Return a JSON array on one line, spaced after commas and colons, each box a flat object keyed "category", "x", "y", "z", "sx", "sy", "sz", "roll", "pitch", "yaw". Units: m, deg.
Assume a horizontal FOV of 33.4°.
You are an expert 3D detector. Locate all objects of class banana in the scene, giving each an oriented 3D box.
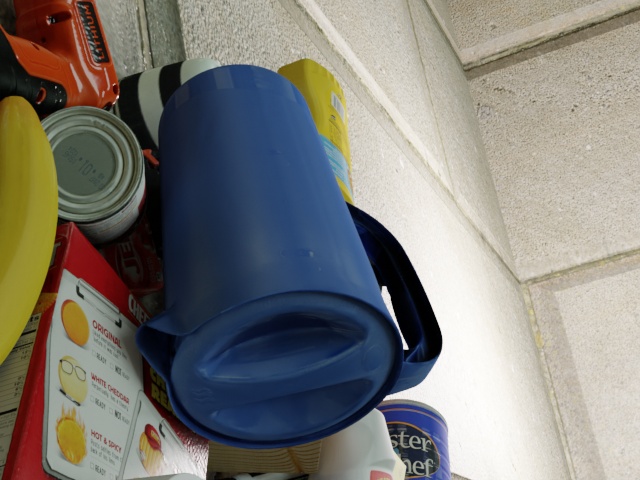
[{"category": "banana", "x": -0.164, "y": 0.013, "z": 0.509, "sx": 0.069, "sy": 0.037, "sz": 0.197, "roll": 47, "pitch": 42, "yaw": -29}]

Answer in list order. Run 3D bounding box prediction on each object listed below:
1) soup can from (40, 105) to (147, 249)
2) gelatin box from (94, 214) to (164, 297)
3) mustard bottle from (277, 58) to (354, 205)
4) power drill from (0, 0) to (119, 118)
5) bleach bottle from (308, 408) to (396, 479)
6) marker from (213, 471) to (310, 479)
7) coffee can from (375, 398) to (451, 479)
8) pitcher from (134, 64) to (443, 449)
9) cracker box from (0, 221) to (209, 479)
[{"category": "soup can", "x": -0.137, "y": -0.035, "z": 0.627, "sx": 0.102, "sy": 0.068, "sz": 0.068, "roll": 135, "pitch": -60, "yaw": -78}, {"category": "gelatin box", "x": -0.141, "y": -0.005, "z": 0.714, "sx": 0.073, "sy": 0.030, "sz": 0.089, "roll": 4, "pitch": 69, "yaw": -72}, {"category": "mustard bottle", "x": -0.002, "y": -0.069, "z": 0.979, "sx": 0.096, "sy": 0.058, "sz": 0.191, "roll": 54, "pitch": 25, "yaw": -51}, {"category": "power drill", "x": -0.197, "y": -0.134, "z": 0.623, "sx": 0.187, "sy": 0.057, "sz": 0.184, "roll": -20, "pitch": 96, "yaw": -71}, {"category": "bleach bottle", "x": 0.022, "y": 0.214, "z": 0.772, "sx": 0.102, "sy": 0.068, "sz": 0.251, "roll": 45, "pitch": 36, "yaw": -49}, {"category": "marker", "x": -0.042, "y": 0.178, "z": 0.794, "sx": 0.120, "sy": 0.020, "sz": 0.020, "roll": -2, "pitch": 73, "yaw": -48}, {"category": "coffee can", "x": 0.078, "y": 0.241, "z": 1.045, "sx": 0.140, "sy": 0.103, "sz": 0.102, "roll": -88, "pitch": 154, "yaw": -48}, {"category": "pitcher", "x": -0.030, "y": 0.000, "z": 0.671, "sx": 0.149, "sy": 0.145, "sz": 0.243, "roll": 55, "pitch": 14, "yaw": -43}, {"category": "cracker box", "x": -0.128, "y": 0.125, "z": 0.555, "sx": 0.213, "sy": 0.072, "sz": 0.164, "roll": -91, "pitch": 157, "yaw": -46}]
